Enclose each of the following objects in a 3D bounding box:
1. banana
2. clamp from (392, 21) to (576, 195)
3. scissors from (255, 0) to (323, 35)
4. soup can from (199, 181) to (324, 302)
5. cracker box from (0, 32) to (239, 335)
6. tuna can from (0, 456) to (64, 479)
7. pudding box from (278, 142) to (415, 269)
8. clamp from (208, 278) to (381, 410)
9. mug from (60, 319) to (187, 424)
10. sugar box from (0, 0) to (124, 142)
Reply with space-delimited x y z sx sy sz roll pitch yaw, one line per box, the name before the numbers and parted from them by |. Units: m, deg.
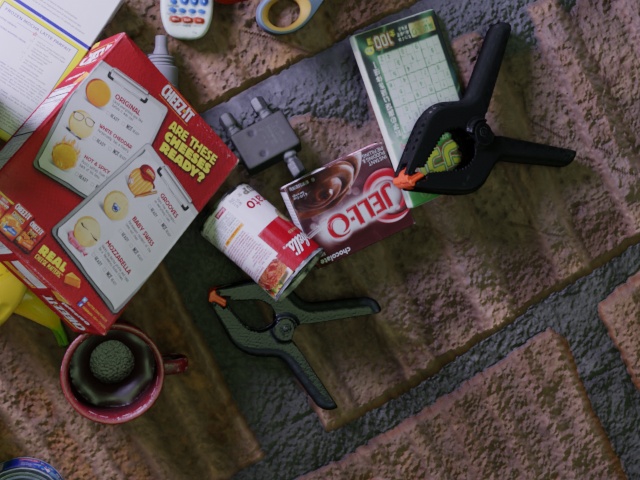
banana | -0.328 0.055 0.992 0.197 0.037 0.069 9 90 -13
clamp | 0.151 -0.116 1.063 0.209 0.036 0.164 -27 96 -27
scissors | 0.019 -0.244 1.057 0.201 0.016 0.096 5 94 -12
soup can | -0.057 0.001 1.017 0.102 0.068 0.068 41 85 8
cracker box | -0.197 -0.049 0.947 0.164 0.072 0.213 48 61 -27
tuna can | -0.284 0.252 1.017 0.086 0.034 0.086 -1 94 -12
pudding box | 0.026 -0.035 1.061 0.113 0.039 0.090 -25 99 -10
clamp | -0.034 0.096 1.058 0.171 0.039 0.120 15 86 -7
mug | -0.184 0.117 1.004 0.117 0.081 0.093 -5 95 -12
sugar box | -0.265 -0.180 0.986 0.093 0.048 0.176 34 84 -11
